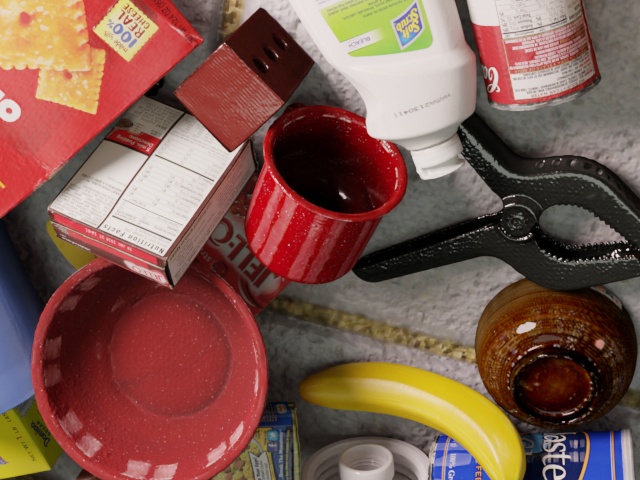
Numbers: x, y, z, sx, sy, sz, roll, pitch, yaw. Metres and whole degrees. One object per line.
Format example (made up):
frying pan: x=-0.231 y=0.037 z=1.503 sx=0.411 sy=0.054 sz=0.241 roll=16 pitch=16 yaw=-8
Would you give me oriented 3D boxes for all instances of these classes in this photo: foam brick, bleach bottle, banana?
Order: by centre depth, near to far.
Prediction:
bleach bottle: x=0.020 y=-0.151 z=0.622 sx=0.103 sy=0.068 sz=0.251 roll=-18 pitch=106 yaw=20
foam brick: x=-0.047 y=-0.103 z=0.673 sx=0.051 sy=0.078 sz=0.053 roll=-38 pitch=104 yaw=29
banana: x=0.073 y=0.124 z=0.759 sx=0.198 sy=0.069 sz=0.037 roll=24 pitch=143 yaw=38

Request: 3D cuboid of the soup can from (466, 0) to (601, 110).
soup can: x=0.121 y=-0.135 z=0.620 sx=0.069 sy=0.068 sz=0.102 roll=-9 pitch=115 yaw=18

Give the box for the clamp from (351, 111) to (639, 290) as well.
clamp: x=0.124 y=-0.012 z=0.703 sx=0.210 sy=0.036 sz=0.165 roll=22 pitch=122 yaw=6

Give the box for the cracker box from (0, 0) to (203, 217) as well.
cracker box: x=-0.205 y=-0.116 z=0.655 sx=0.213 sy=0.072 sz=0.164 roll=-42 pitch=105 yaw=-4

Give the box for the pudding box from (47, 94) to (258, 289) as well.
pudding box: x=-0.106 y=-0.034 z=0.689 sx=0.090 sy=0.113 sz=0.039 roll=23 pitch=151 yaw=16

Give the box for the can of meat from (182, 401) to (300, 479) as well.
can of meat: x=-0.058 y=0.168 z=0.782 sx=0.084 sy=0.057 sz=0.102 roll=-1 pitch=99 yaw=-7

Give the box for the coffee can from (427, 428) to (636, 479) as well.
coffee can: x=0.155 y=0.189 z=0.767 sx=0.140 sy=0.102 sz=0.103 roll=-4 pitch=117 yaw=16

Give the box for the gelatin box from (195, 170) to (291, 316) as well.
gelatin box: x=-0.055 y=0.001 z=0.734 sx=0.089 sy=0.073 sz=0.030 roll=53 pitch=159 yaw=-16

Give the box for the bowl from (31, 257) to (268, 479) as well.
bowl: x=-0.108 y=0.083 z=0.718 sx=0.162 sy=0.055 sz=0.162 roll=1 pitch=96 yaw=9

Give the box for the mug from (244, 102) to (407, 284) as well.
mug: x=-0.006 y=-0.035 z=0.689 sx=0.093 sy=0.117 sz=0.082 roll=-7 pitch=147 yaw=-26

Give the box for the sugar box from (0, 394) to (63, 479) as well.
sugar box: x=-0.311 y=0.162 z=0.900 sx=0.176 sy=0.048 sz=0.093 roll=-16 pitch=114 yaw=20
